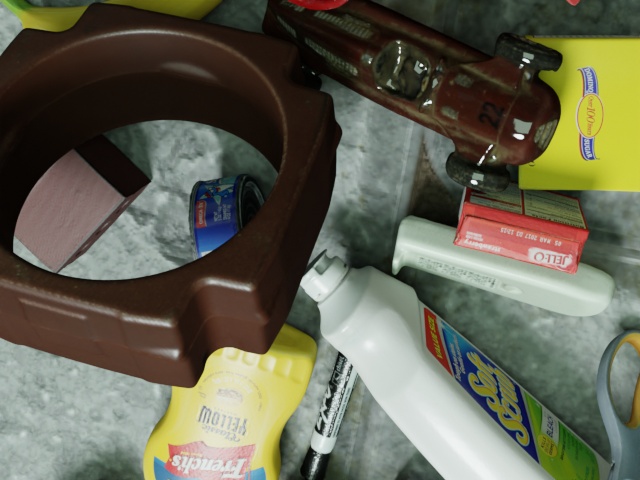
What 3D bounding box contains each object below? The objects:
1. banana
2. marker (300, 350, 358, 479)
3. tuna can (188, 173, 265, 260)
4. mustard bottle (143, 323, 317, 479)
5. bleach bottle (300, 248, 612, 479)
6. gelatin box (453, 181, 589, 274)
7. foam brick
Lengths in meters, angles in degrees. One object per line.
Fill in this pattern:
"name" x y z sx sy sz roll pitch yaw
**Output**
"banana" -0.112 -0.157 0.675 0.198 0.037 0.069 -17 103 14
"marker" 0.009 0.117 0.743 0.020 0.020 0.121 18 109 4
"tuna can" -0.054 0.001 0.686 0.034 0.086 0.086 -10 104 11
"mustard bottle" -0.072 0.144 0.746 0.096 0.058 0.192 17 109 0
"bleach bottle" 0.083 0.104 0.682 0.251 0.102 0.068 43 117 -5
"gelatin box" 0.121 -0.011 0.648 0.073 0.089 0.030 14 108 6
"foam brick" -0.163 -0.026 0.715 0.051 0.053 0.078 44 109 -5
